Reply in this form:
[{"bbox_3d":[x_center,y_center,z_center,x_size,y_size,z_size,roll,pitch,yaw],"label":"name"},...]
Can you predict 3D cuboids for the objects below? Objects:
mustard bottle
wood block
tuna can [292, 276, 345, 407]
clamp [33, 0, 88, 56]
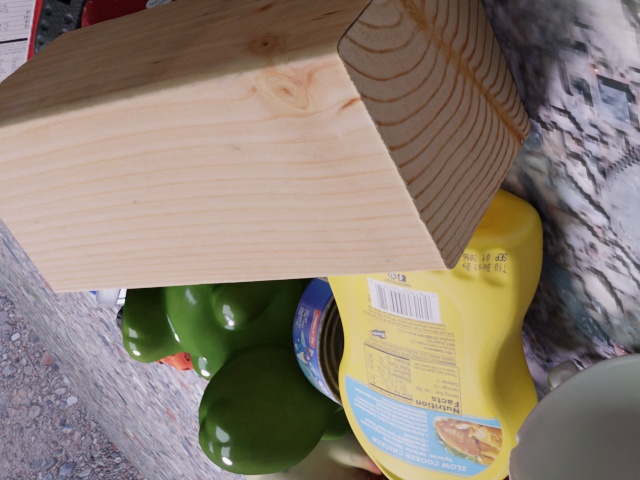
[{"bbox_3d":[0.054,0.063,0.498,0.096,0.058,0.191,12,127,27],"label":"mustard bottle"},{"bbox_3d":[-0.038,-0.043,0.423,0.207,0.090,0.091,-5,125,38],"label":"wood block"},{"bbox_3d":[0.029,0.048,0.563,0.086,0.086,0.034,60,161,-23],"label":"tuna can"},{"bbox_3d":[-0.155,-0.123,0.696,0.039,0.120,0.172,18,137,-4],"label":"clamp"}]
